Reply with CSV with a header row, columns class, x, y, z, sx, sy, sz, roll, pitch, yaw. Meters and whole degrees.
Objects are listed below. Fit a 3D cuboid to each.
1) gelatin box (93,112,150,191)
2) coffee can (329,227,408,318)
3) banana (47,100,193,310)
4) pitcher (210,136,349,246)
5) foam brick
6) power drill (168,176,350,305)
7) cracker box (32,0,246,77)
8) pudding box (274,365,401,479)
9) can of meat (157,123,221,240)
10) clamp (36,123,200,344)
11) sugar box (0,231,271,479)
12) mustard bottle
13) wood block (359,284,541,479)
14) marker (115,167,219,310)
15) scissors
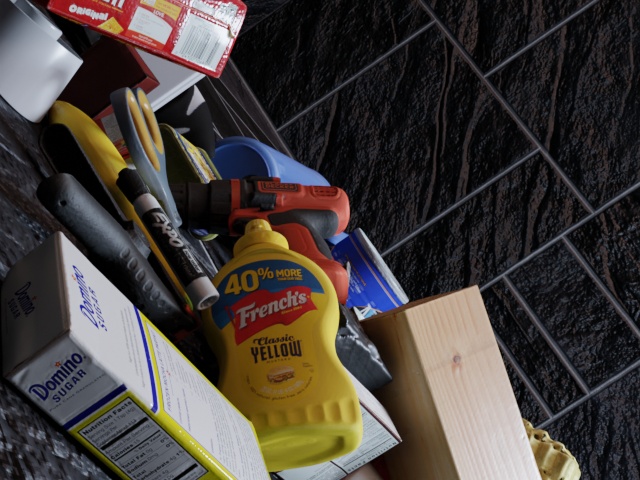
class,x,y,z,sx,sy,sz,roll,pitch,yaw
gelatin box,-0.154,-0.054,0.891,0.073,0.030,0.089,-121,-172,-50
coffee can,0.015,0.066,1.229,0.103,0.140,0.103,55,4,-7
banana,-0.154,-0.029,0.802,0.198,0.037,0.070,59,-22,5
pitcher,-0.060,-0.047,1.310,0.242,0.149,0.145,27,47,-74
foam brick,-0.189,-0.137,0.928,0.051,0.078,0.053,54,4,1
power drill,-0.056,0.001,0.914,0.187,0.184,0.057,-105,-163,-59
cracker box,-0.184,-0.216,0.854,0.163,0.072,0.214,16,14,-45
pudding box,-0.001,0.142,0.806,0.113,0.090,0.039,50,8,-50
can of meat,-0.136,-0.058,1.060,0.102,0.057,0.084,58,6,22
clamp,-0.140,-0.003,0.722,0.171,0.039,0.120,60,5,-35
sugar box,-0.092,0.084,0.552,0.176,0.048,0.093,49,8,-32
mustard bottle,-0.033,0.062,0.741,0.058,0.096,0.191,84,-4,-51
wood block,0.106,0.152,0.893,0.090,0.090,0.206,-21,-94,54
marker,-0.109,-0.004,0.745,0.121,0.020,0.020,55,4,21
scissors,-0.121,-0.035,0.842,0.096,0.016,0.202,-98,171,-59
